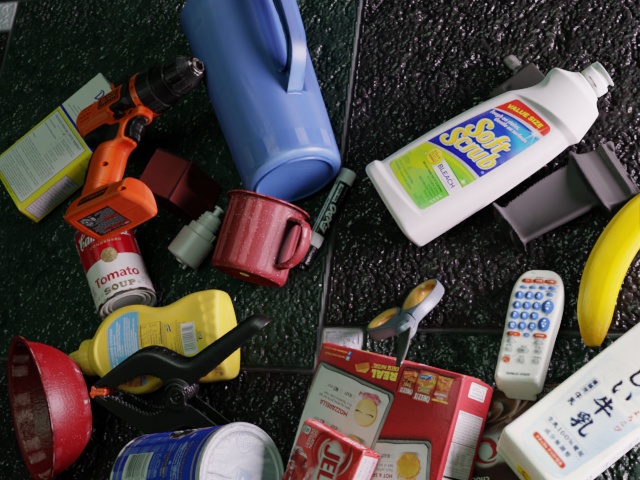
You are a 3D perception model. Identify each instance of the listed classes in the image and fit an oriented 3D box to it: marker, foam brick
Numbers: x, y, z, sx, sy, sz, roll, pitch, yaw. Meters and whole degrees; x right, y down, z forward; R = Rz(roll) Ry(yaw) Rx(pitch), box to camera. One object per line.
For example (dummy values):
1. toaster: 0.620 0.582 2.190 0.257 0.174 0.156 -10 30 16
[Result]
1. marker: 0.005 -0.022 1.152 0.020 0.020 0.121 21 78 27
2. foam brick: -0.157 -0.060 1.198 0.051 0.078 0.053 22 78 30

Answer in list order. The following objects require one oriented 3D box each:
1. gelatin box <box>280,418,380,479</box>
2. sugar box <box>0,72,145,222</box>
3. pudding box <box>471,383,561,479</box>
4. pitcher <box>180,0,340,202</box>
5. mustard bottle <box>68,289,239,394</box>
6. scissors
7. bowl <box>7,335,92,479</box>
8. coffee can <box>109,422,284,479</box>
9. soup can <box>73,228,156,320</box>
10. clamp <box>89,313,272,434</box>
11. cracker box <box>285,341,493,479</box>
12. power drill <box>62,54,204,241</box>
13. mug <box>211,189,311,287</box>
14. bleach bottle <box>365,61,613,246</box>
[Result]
1. gelatin box: 0.003 0.214 0.950 0.073 0.030 0.089 22 88 40
2. sugar box: -0.305 -0.113 1.296 0.176 0.048 0.093 -37 61 -1
3. pudding box: 0.175 0.184 0.990 0.114 0.039 0.090 -8 66 18
4. pitcher: -0.059 -0.172 1.171 0.145 0.149 0.243 -24 66 11
5. mustard bottle: -0.184 0.115 1.146 0.192 0.058 0.096 -11 82 17
6. scissors: 0.067 0.090 1.008 0.096 0.201 0.016 -33 97 29
7. bowl: -0.284 0.176 1.134 0.055 0.162 0.162 -9 57 -29
8. coffee can: -0.117 0.229 1.006 0.141 0.102 0.103 -16 61 43
9. soup can: -0.230 0.032 1.194 0.068 0.068 0.102 -29 62 8
10. clamp: -0.134 0.164 1.087 0.210 0.036 0.164 -8 96 19
11. cracker box: 0.052 0.215 0.980 0.164 0.072 0.213 9 79 39
12. power drill: -0.204 -0.102 1.159 0.185 0.057 0.187 -24 46 34
13. mug: -0.057 0.001 1.124 0.117 0.093 0.081 7 76 40
14. bleach bottle: 0.175 -0.102 1.079 0.251 0.068 0.103 -34 66 11
